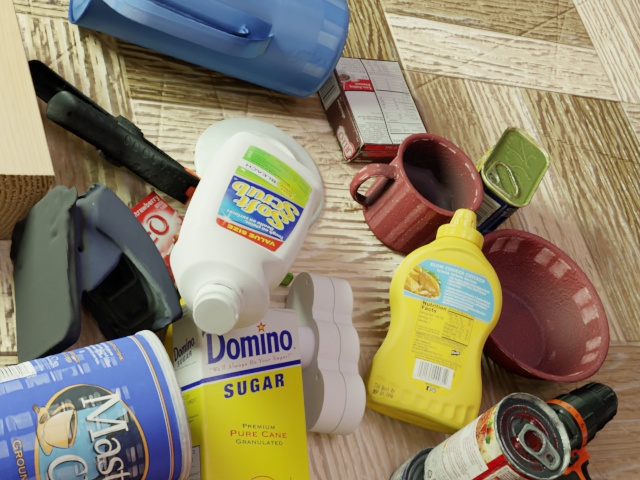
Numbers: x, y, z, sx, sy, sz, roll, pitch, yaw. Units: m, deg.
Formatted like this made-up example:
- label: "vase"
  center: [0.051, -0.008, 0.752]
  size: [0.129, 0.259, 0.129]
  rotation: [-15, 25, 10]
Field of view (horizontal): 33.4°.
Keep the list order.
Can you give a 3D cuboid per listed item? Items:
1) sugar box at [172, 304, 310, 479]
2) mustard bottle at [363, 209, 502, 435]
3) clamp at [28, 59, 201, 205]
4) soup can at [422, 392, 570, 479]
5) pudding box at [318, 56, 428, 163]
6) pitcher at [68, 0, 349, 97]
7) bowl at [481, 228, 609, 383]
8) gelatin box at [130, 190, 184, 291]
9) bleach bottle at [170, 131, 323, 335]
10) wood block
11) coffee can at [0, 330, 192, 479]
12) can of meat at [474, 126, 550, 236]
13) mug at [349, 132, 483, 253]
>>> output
- label: "sugar box"
  center: [-0.057, 0.134, 0.778]
  size: [0.093, 0.048, 0.176]
  rotation: [9, 69, -37]
- label: "mustard bottle"
  center: [0.103, 0.061, 0.910]
  size: [0.096, 0.058, 0.191]
  rotation: [18, 70, -3]
- label: "clamp"
  center: [-0.171, -0.088, 0.870]
  size: [0.171, 0.039, 0.120]
  rotation: [39, 7, -43]
- label: "soup can"
  center: [0.132, 0.168, 0.814]
  size: [0.068, 0.102, 0.068]
  rotation: [17, 51, -22]
- label: "pudding box"
  center: [0.053, -0.130, 1.071]
  size: [0.089, 0.039, 0.113]
  rotation: [-1, 61, -34]
- label: "pitcher"
  center: [-0.097, -0.214, 0.973]
  size: [0.242, 0.145, 0.149]
  rotation: [18, 71, -25]
- label: "bowl"
  center: [0.191, 0.071, 1.004]
  size: [0.162, 0.055, 0.162]
  rotation: [17, 51, -22]
- label: "gelatin box"
  center: [-0.137, 0.012, 0.852]
  size: [0.073, 0.030, 0.089]
  rotation: [43, 46, 1]
- label: "bleach bottle"
  center: [-0.055, 0.001, 0.808]
  size: [0.102, 0.068, 0.250]
  rotation: [35, 22, -13]
- label: "wood block"
  center: [-0.276, -0.110, 0.810]
  size: [0.090, 0.090, 0.206]
  rotation: [-2, 59, -34]
- label: "coffee can"
  center: [-0.165, 0.124, 0.684]
  size: [0.140, 0.103, 0.103]
  rotation: [-13, 66, -24]
- label: "can of meat"
  center: [0.171, -0.051, 1.058]
  size: [0.057, 0.084, 0.102]
  rotation: [39, 46, -3]
- label: "mug"
  center: [0.081, -0.042, 0.996]
  size: [0.117, 0.082, 0.093]
  rotation: [10, 54, -27]
